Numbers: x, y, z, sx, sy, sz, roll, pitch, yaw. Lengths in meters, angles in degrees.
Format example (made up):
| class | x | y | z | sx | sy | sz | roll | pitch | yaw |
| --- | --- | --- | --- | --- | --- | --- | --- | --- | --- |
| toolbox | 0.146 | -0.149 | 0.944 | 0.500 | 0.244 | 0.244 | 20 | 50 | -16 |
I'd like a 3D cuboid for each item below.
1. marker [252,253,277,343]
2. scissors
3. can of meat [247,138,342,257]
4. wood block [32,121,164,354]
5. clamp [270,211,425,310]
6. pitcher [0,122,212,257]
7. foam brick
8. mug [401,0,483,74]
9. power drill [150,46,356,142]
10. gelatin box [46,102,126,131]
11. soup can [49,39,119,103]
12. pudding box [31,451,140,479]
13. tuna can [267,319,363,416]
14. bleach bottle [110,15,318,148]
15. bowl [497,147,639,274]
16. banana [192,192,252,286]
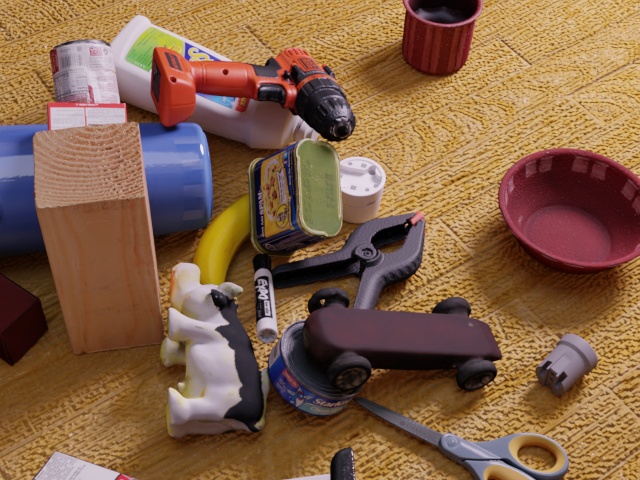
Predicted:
| class | x | y | z | sx | sy | sz | roll | pitch | yaw |
| --- | --- | --- | --- | --- | --- | --- | --- | --- | --- |
| marker | -0.052 | 0.051 | 1.001 | 0.020 | 0.020 | 0.121 | -2 | 34 | -5 |
| scissors | 0.134 | 0.175 | 0.948 | 0.202 | 0.016 | 0.096 | 38 | 57 | 25 |
| can of meat | -0.024 | -0.042 | 1.042 | 0.057 | 0.084 | 0.102 | 6 | 74 | -35 |
| wood block | -0.194 | 0.002 | 0.952 | 0.090 | 0.206 | 0.091 | -7 | 51 | -9 |
| clamp | 0.048 | 0.032 | 1.047 | 0.171 | 0.039 | 0.120 | -30 | 58 | -20 |
| pitcher | -0.235 | -0.059 | 1.063 | 0.242 | 0.145 | 0.149 | -5 | 63 | -12 |
| foam brick | -0.301 | 0.067 | 0.993 | 0.078 | 0.053 | 0.051 | 30 | 55 | 20 |
| mug | 0.147 | -0.257 | 1.263 | 0.093 | 0.081 | 0.117 | 34 | 57 | 23 |
| power drill | -0.070 | -0.147 | 1.073 | 0.187 | 0.057 | 0.184 | 0 | 27 | -19 |
| gelatin box | -0.214 | -0.086 | 0.985 | 0.073 | 0.030 | 0.089 | -2 | 54 | -14 |
| soup can | -0.249 | -0.155 | 1.135 | 0.068 | 0.068 | 0.102 | -8 | 84 | -9 |
| pudding box | -0.188 | 0.225 | 0.861 | 0.113 | 0.039 | 0.090 | 15 | 32 | 12 |
| tuna can | -0.004 | 0.115 | 0.959 | 0.086 | 0.034 | 0.086 | 21 | 40 | -18 |
| bleach bottle | -0.116 | -0.166 | 1.191 | 0.251 | 0.068 | 0.102 | 22 | 53 | 12 |
| bowl | 0.257 | -0.019 | 1.088 | 0.162 | 0.055 | 0.162 | 1 | 50 | -2 |
| banana | -0.073 | -0.008 | 1.080 | 0.069 | 0.037 | 0.197 | 42 | 58 | -7 |
